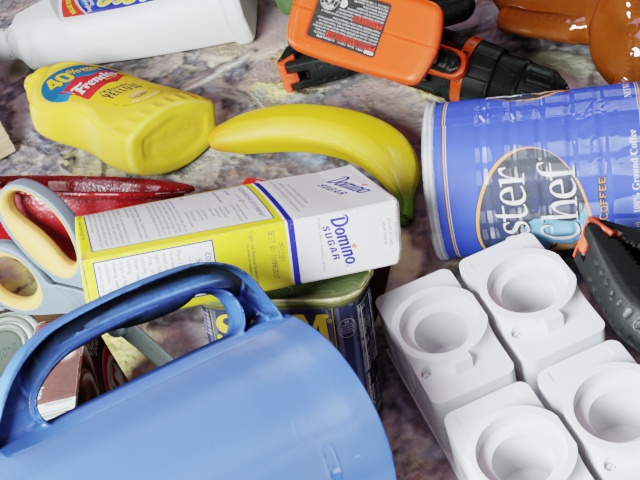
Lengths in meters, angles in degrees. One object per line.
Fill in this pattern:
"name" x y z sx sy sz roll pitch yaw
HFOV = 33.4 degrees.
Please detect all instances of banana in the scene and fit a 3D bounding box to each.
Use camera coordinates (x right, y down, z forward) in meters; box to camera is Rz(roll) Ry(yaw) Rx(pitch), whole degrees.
"banana" 0.003 -0.072 0.798 0.198 0.037 0.069 22 55 35

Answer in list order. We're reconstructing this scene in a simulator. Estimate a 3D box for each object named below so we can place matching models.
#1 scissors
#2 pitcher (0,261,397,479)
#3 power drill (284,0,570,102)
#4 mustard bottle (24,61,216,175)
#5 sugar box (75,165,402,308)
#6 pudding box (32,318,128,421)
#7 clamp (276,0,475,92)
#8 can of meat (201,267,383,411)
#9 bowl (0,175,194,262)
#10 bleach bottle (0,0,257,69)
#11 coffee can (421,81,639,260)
"scissors" -0.145 0.053 0.672 0.096 0.202 0.016 -35 2 29
"pitcher" -0.097 0.123 0.499 0.242 0.145 0.149 -20 51 -32
"power drill" 0.072 -0.129 0.741 0.185 0.187 0.057 20 97 21
"mustard bottle" -0.182 -0.109 0.881 0.192 0.058 0.096 22 39 37
"sugar box" -0.050 0.000 0.615 0.176 0.048 0.093 -9 19 -12
"pudding box" -0.138 0.112 0.618 0.039 0.090 0.113 -12 44 9
"clamp" 0.032 -0.182 0.903 0.171 0.039 0.120 -26 32 -13
"can of meat" -0.016 0.061 0.624 0.102 0.084 0.057 -2 20 18
"bowl" -0.170 -0.014 0.752 0.162 0.055 0.162 2 7 0
"bleach bottle" -0.186 -0.201 0.980 0.251 0.068 0.102 -12 43 11
"coffee can" 0.141 -0.043 0.673 0.140 0.103 0.102 -4 44 14
